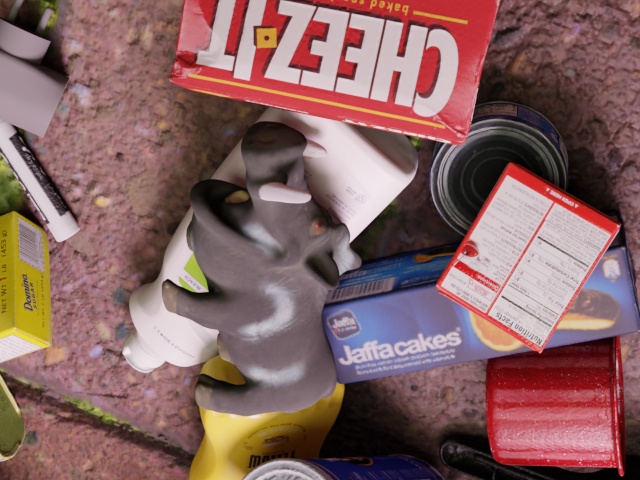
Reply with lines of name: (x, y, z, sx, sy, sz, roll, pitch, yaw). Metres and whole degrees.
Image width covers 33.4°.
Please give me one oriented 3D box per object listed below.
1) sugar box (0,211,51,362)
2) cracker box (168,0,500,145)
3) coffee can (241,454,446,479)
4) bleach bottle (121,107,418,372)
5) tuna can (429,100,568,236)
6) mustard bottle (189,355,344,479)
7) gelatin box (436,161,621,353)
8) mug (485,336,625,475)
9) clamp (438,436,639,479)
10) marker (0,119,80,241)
sugar box: (-0.274, 0.052, 0.755, 0.176, 0.093, 0.048, -19, 151, 17)
cracker box: (0.021, -0.171, 0.570, 0.164, 0.072, 0.214, 12, 96, 6)
coffee can: (0.018, 0.196, 0.715, 0.103, 0.140, 0.103, -7, 78, 35)
bleach bottle: (-0.055, 0.001, 0.704, 0.102, 0.068, 0.251, 43, 117, -8)
tuna can: (0.111, -0.041, 0.664, 0.086, 0.033, 0.086, 5, 115, 10)
mustard bottle: (-0.045, 0.162, 0.765, 0.096, 0.058, 0.192, -3, 129, -18)
gelatin box: (0.121, 0.010, 0.626, 0.073, 0.030, 0.089, 32, 99, 14)
mug: (0.157, 0.110, 0.702, 0.082, 0.093, 0.117, -3, 150, 18)
clamp: (0.186, 0.178, 0.714, 0.209, 0.164, 0.036, -5, 118, -12)
marker: (-0.205, -0.054, 0.733, 0.020, 0.020, 0.121, -23, 107, 20)
